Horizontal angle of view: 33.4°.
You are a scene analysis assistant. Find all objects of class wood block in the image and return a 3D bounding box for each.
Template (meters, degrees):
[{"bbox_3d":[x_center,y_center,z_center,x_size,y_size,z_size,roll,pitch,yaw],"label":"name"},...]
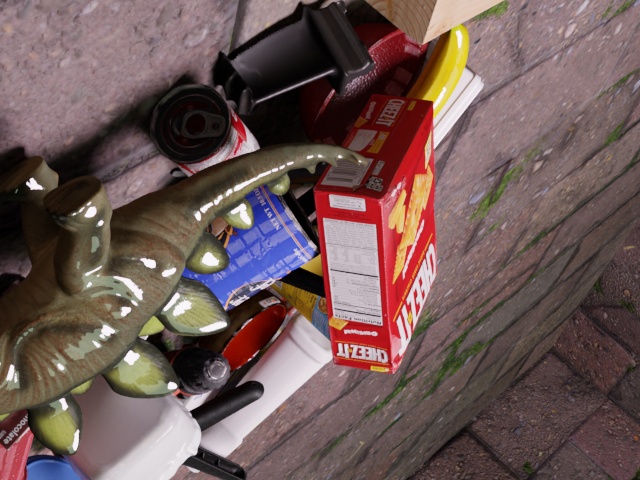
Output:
[{"bbox_3d":[0.140,-0.274,0.987,0.205,0.090,0.091,-33,156,-34],"label":"wood block"}]

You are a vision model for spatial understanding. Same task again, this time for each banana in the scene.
[{"bbox_3d":[0.095,-0.143,1.064,0.069,0.037,0.198,11,121,-38],"label":"banana"}]

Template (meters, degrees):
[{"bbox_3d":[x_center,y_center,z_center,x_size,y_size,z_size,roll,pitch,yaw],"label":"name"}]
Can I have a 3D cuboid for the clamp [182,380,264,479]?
[{"bbox_3d":[-0.170,0.240,1.250,0.209,0.036,0.165,-7,129,-15],"label":"clamp"}]

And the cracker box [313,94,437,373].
[{"bbox_3d":[0.061,-0.006,1.019,0.164,0.072,0.214,-60,152,-46],"label":"cracker box"}]

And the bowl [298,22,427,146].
[{"bbox_3d":[0.030,-0.155,1.038,0.162,0.055,0.162,-41,159,-19],"label":"bowl"}]

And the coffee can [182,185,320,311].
[{"bbox_3d":[-0.083,0.004,0.985,0.140,0.103,0.102,-32,161,6],"label":"coffee can"}]

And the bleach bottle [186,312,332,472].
[{"bbox_3d":[-0.083,0.196,1.314,0.251,0.068,0.102,-47,175,14],"label":"bleach bottle"}]

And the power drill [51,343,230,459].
[{"bbox_3d":[-0.191,0.177,1.121,0.187,0.057,0.185,-33,-175,-24],"label":"power drill"}]

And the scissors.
[{"bbox_3d":[-0.073,-0.060,1.050,0.201,0.016,0.096,-4,173,-32],"label":"scissors"}]

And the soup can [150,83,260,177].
[{"bbox_3d":[-0.094,-0.082,0.902,0.068,0.068,0.102,-47,161,-2],"label":"soup can"}]

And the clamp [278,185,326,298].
[{"bbox_3d":[-0.057,0.001,1.084,0.039,0.171,0.120,69,24,-63],"label":"clamp"}]

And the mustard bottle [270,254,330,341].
[{"bbox_3d":[0.010,0.069,1.219,0.058,0.192,0.096,-35,157,-31],"label":"mustard bottle"}]
